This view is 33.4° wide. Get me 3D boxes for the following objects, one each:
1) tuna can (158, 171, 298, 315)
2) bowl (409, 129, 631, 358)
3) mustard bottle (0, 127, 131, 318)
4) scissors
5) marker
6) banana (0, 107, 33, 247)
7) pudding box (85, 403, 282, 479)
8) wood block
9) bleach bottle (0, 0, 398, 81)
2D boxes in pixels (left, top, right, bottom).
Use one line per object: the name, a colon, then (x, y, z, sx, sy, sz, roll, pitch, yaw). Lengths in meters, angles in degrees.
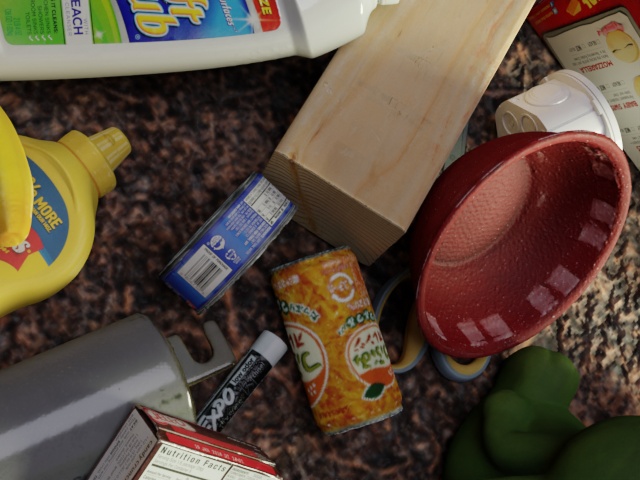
tuna can: (-0.054, 0.001, 0.619, 0.033, 0.086, 0.086, 43, 70, -6)
bowl: (0.110, -0.007, 0.650, 0.162, 0.162, 0.055, -23, 44, -22)
mustard bottle: (-0.184, -0.003, 0.588, 0.191, 0.058, 0.096, -40, 83, -22)
scissors: (0.094, 0.006, 0.707, 0.096, 0.016, 0.201, 32, 71, -13)
marker: (-0.063, 0.104, 0.632, 0.020, 0.020, 0.121, 42, 70, -8)
banana: (-0.212, -0.066, 0.571, 0.198, 0.037, 0.069, 30, 73, 20)
pudding box: (-0.086, 0.151, 0.566, 0.089, 0.039, 0.113, 29, 95, -39)
wood block: (0.051, -0.101, 0.667, 0.090, 0.091, 0.206, 32, 72, -3)
bleach bottle: (-0.075, -0.148, 0.601, 0.251, 0.068, 0.102, -5, 95, 1)
